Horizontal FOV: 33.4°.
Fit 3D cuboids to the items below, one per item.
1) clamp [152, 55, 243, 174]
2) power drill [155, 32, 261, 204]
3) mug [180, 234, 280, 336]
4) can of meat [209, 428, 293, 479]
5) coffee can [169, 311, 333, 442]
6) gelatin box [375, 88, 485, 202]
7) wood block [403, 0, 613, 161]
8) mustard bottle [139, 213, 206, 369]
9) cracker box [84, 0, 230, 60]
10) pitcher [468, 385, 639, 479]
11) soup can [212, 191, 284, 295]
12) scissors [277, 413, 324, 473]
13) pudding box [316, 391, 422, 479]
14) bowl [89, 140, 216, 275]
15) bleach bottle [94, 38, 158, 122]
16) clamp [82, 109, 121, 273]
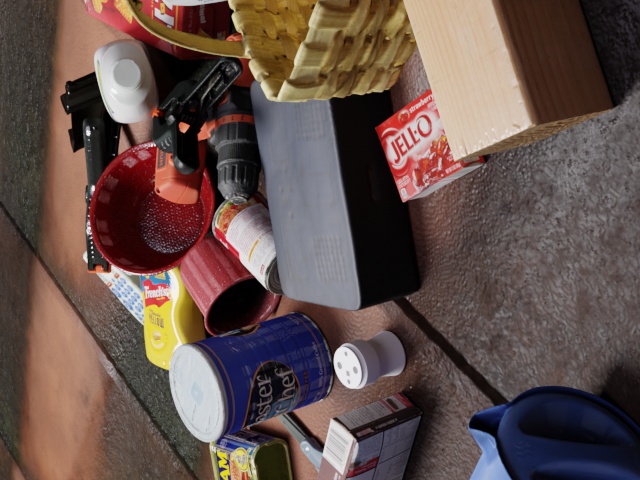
[{"bbox_3d":[-0.134,-0.115,1.054,0.172,0.039,0.120,-10,52,65],"label":"clamp"},{"bbox_3d":[-0.112,-0.102,1.118,0.188,0.057,0.184,-29,52,53],"label":"power drill"},{"bbox_3d":[-0.099,0.052,1.181,0.082,0.093,0.117,52,174,37],"label":"mug"},{"bbox_3d":[-0.077,0.272,1.242,0.084,0.057,0.102,3,105,50],"label":"can of meat"},{"bbox_3d":[-0.072,0.141,1.117,0.103,0.140,0.103,23,119,48],"label":"coffee can"},{"bbox_3d":[0.092,-0.082,0.915,0.089,0.030,0.073,-30,77,53],"label":"gelatin box"},{"bbox_3d":[0.125,-0.174,0.788,0.091,0.090,0.206,-22,84,55],"label":"wood block"},{"bbox_3d":[-0.184,0.060,1.311,0.096,0.058,0.192,15,113,48],"label":"mustard bottle"},{"bbox_3d":[-0.184,-0.306,1.173,0.214,0.071,0.164,32,126,43],"label":"cracker box"},{"bbox_3d":[0.173,0.244,0.850,0.149,0.144,0.243,62,147,38],"label":"pitcher"},{"bbox_3d":[-0.057,0.001,1.112,0.102,0.068,0.069,43,133,36],"label":"soup can"},{"bbox_3d":[0.000,0.220,1.155,0.202,0.016,0.096,56,138,25],"label":"scissors"},{"bbox_3d":[0.044,0.210,1.028,0.039,0.089,0.114,40,131,37],"label":"pudding box"},{"bbox_3d":[-0.186,-0.033,1.245,0.162,0.055,0.162,-5,75,18],"label":"bowl"},{"bbox_3d":[-0.213,-0.181,1.170,0.251,0.068,0.102,-156,52,-80],"label":"bleach bottle"},{"bbox_3d":[-0.271,-0.062,1.313,0.164,0.036,0.210,-111,25,-86],"label":"clamp"}]
